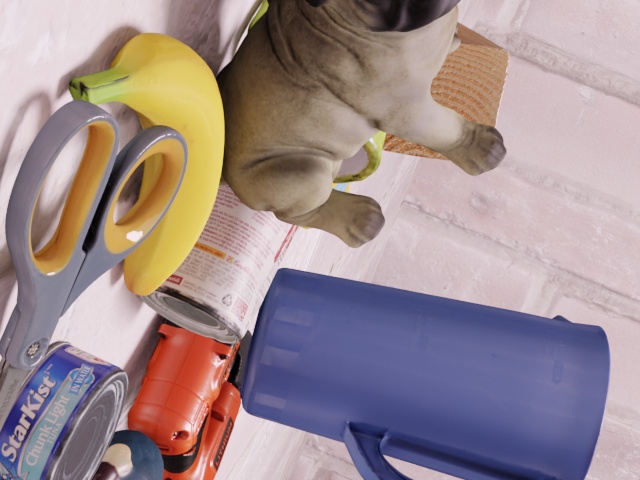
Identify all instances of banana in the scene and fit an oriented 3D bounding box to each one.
[{"bbox_3d":[-0.074,-0.037,0.490,0.069,0.037,0.198,-33,159,-17],"label":"banana"}]

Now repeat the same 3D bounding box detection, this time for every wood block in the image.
[{"bbox_3d":[0.086,-0.135,0.895,0.206,0.090,0.091,-100,-162,-73],"label":"wood block"}]

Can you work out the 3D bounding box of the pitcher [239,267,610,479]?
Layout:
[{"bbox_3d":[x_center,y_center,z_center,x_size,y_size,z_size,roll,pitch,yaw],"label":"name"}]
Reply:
[{"bbox_3d":[0.069,0.105,0.748,0.149,0.243,0.145,-68,171,-85],"label":"pitcher"}]

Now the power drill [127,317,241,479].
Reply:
[{"bbox_3d":[-0.084,0.091,0.757,0.188,0.057,0.184,101,10,-55],"label":"power drill"}]

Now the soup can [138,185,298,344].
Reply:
[{"bbox_3d":[-0.054,0.001,0.621,0.068,0.068,0.102,95,20,-70],"label":"soup can"}]

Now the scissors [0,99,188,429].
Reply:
[{"bbox_3d":[-0.105,0.029,0.438,0.096,0.016,0.202,-26,145,-50],"label":"scissors"}]

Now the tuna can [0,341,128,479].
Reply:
[{"bbox_3d":[-0.126,0.094,0.511,0.086,0.034,0.086,24,89,-83],"label":"tuna can"}]
